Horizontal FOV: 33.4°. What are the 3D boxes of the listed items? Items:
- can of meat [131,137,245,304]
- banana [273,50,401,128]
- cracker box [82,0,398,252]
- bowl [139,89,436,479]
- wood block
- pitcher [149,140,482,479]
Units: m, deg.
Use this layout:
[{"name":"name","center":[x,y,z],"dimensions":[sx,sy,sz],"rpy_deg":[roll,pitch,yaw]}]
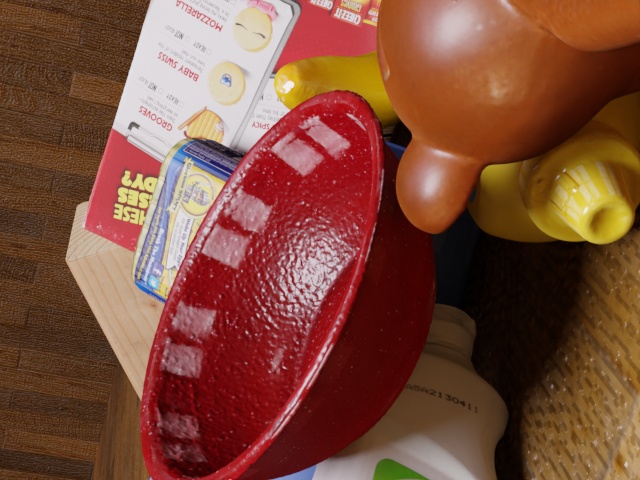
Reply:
[{"name":"can of meat","center":[-0.054,0.001,0.611],"dimensions":[0.057,0.084,0.102],"rpy_deg":[-6,-60,-60]},{"name":"banana","center":[0.038,-0.097,0.540],"dimensions":[0.037,0.069,0.197],"rpy_deg":[-15,25,40]},{"name":"cracker box","center":[-0.038,-0.078,0.668],"dimensions":[0.072,0.164,0.214],"rpy_deg":[-18,-50,-68]},{"name":"bowl","center":[-0.006,0.027,0.405],"dimensions":[0.162,0.055,0.162],"rpy_deg":[-45,31,36]},{"name":"wood block","center":[-0.109,0.063,0.828],"dimensions":[0.091,0.090,0.206],"rpy_deg":[-101,-9,-60]},{"name":"pitcher","center":[-0.005,0.068,0.541],"dimensions":[0.149,0.144,0.243],"rpy_deg":[29,107,42]}]
